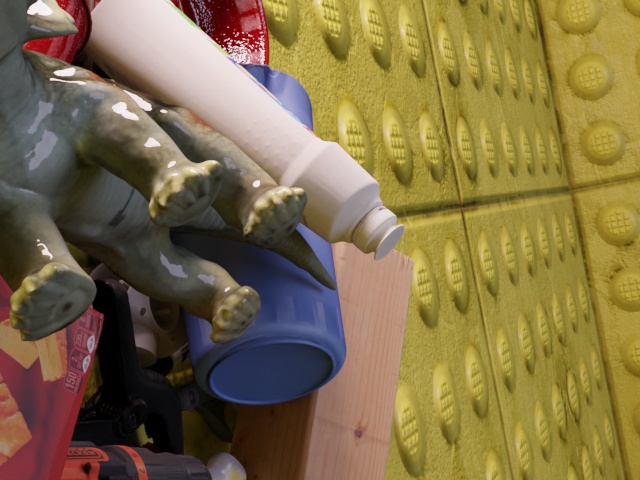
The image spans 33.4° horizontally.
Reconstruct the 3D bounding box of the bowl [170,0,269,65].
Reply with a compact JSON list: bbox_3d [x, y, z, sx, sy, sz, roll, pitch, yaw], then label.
[{"bbox_3d":[-0.105,-0.195,0.925,0.161,0.055,0.162,-11,90,-67],"label":"bowl"}]

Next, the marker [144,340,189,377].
[{"bbox_3d":[-0.108,0.084,0.842,0.121,0.020,0.020,-40,116,-64],"label":"marker"}]

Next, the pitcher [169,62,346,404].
[{"bbox_3d":[-0.055,0.001,0.807,0.149,0.145,0.243,42,29,-49],"label":"pitcher"}]

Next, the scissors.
[{"bbox_3d":[-0.098,0.140,0.845,0.201,0.016,0.096,-40,117,-64],"label":"scissors"}]

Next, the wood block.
[{"bbox_3d":[0.002,0.102,0.845,0.090,0.090,0.206,28,62,-38],"label":"wood block"}]

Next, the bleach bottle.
[{"bbox_3d":[-0.046,-0.073,0.709,0.251,0.068,0.102,40,0,19],"label":"bleach bottle"}]

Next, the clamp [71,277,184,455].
[{"bbox_3d":[-0.144,0.117,0.704,0.120,0.039,0.171,-45,137,-23],"label":"clamp"}]
